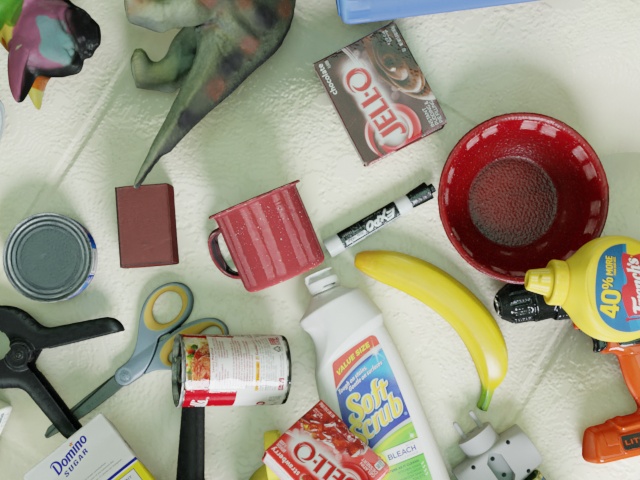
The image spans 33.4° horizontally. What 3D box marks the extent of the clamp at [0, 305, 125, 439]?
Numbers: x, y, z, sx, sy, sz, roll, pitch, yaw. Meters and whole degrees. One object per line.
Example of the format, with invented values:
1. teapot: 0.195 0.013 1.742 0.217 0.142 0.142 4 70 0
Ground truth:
1. clamp: -0.279 0.120 1.014 0.171 0.039 0.120 10 79 7

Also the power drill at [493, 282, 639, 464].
1. power drill: 0.268 0.112 1.014 0.184 0.057 0.187 -11 88 -1

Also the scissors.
1. scissors: -0.188 0.109 1.030 0.201 0.016 0.096 -22 86 -2

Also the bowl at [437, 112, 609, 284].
1. bowl: 0.189 -0.039 1.021 0.162 0.055 0.162 0 88 -1

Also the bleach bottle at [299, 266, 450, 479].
1. bleach bottle: 0.038 0.149 1.009 0.102 0.068 0.251 -23 86 -1

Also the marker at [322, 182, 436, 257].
1. marker: 0.058 -0.022 1.036 0.121 0.020 0.020 -30 88 -2

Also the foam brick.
1. foam brick: -0.165 -0.014 1.017 0.051 0.053 0.078 -4 87 -1

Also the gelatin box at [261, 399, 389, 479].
1. gelatin box: 0.005 0.198 0.948 0.089 0.030 0.073 43 61 14

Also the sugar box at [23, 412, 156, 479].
1. sugar box: -0.179 0.247 0.947 0.093 0.048 0.176 -39 55 -11

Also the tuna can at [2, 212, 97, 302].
1. tuna can: -0.258 0.017 1.024 0.086 0.034 0.086 0 88 -1

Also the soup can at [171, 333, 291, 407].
1. soup can: -0.084 0.120 0.994 0.102 0.069 0.068 1 87 -16

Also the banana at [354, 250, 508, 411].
1. banana: 0.119 0.071 1.024 0.069 0.037 0.198 -41 89 -3

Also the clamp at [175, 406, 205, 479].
1. clamp: -0.140 0.255 0.981 0.164 0.036 0.210 -33 62 2

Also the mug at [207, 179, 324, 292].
1. mug: -0.057 0.001 1.006 0.117 0.093 0.081 -21 93 29

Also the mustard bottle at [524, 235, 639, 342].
1. mustard bottle: 0.280 0.045 0.964 0.191 0.058 0.096 6 82 -3

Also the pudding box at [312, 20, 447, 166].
1. pudding box: 0.057 -0.140 1.031 0.090 0.039 0.113 -28 88 -1
